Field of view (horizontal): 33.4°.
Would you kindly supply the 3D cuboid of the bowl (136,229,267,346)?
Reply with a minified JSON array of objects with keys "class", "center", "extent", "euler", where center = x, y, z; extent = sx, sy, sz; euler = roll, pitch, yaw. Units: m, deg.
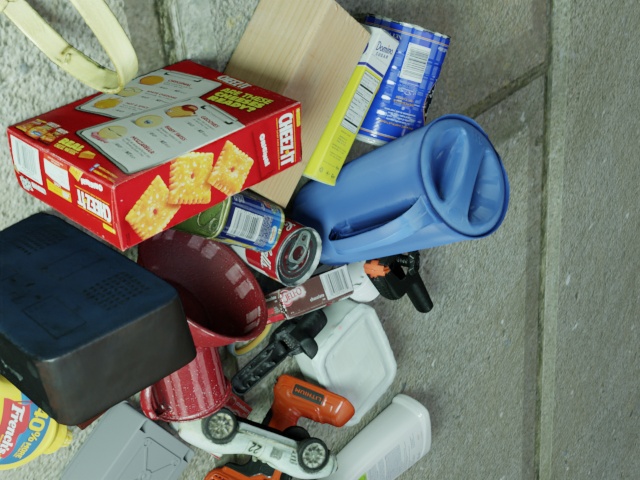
[{"class":"bowl","center":[-0.134,0.055,1.100],"extent":[0.161,0.162,0.055],"euler":[6,134,-51]}]

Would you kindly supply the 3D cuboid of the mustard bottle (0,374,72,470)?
[{"class":"mustard bottle","center":[-0.306,0.167,1.006],"extent":[0.191,0.058,0.096],"euler":[35,82,-52]}]

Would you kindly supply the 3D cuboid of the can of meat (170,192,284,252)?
[{"class":"can of meat","center":[-0.100,-0.025,1.099],"extent":[0.083,0.102,0.057],"euler":[19,85,-45]}]

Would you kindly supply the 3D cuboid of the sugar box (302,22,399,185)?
[{"class":"sugar box","center":[0.007,-0.156,1.173],"extent":[0.048,0.093,0.176],"euler":[21,92,-52]}]

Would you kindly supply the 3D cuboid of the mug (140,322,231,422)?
[{"class":"mug","center":[-0.154,0.142,1.142],"extent":[0.117,0.093,0.081],"euler":[-43,134,-45]}]

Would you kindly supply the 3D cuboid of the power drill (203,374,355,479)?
[{"class":"power drill","center":[-0.031,0.269,1.295],"extent":[0.187,0.185,0.057],"euler":[-60,154,-21]}]

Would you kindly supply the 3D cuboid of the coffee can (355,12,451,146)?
[{"class":"coffee can","center":[0.083,-0.182,1.238],"extent":[0.102,0.103,0.140],"euler":[3,106,-50]}]

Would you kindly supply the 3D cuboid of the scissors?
[{"class":"scissors","center":[-0.047,0.054,1.283],"extent":[0.201,0.016,0.096],"euler":[-47,138,-22]}]

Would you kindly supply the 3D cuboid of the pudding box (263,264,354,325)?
[{"class":"pudding box","center":[-0.030,0.067,1.221],"extent":[0.113,0.090,0.039],"euler":[-17,88,-42]}]

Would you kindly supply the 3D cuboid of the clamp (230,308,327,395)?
[{"class":"clamp","center":[-0.043,0.124,1.263],"extent":[0.039,0.120,0.171],"euler":[62,16,-8]}]

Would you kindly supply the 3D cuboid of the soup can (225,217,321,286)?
[{"class":"soup can","center":[-0.058,0.001,1.171],"extent":[0.068,0.102,0.068],"euler":[-25,127,-39]}]

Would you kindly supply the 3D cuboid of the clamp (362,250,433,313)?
[{"class":"clamp","center":[0.111,0.035,1.388],"extent":[0.209,0.036,0.164],"euler":[-25,118,-61]}]

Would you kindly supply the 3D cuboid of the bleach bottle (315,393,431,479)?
[{"class":"bleach bottle","center":[0.052,0.325,1.507],"extent":[0.250,0.068,0.102],"euler":[-32,131,-32]}]

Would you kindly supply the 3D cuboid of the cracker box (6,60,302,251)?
[{"class":"cracker box","center":[-0.147,-0.085,0.972],"extent":[0.213,0.164,0.072],"euler":[-29,131,-37]}]

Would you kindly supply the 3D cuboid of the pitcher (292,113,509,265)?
[{"class":"pitcher","center":[0.073,-0.039,1.178],"extent":[0.149,0.243,0.145],"euler":[14,70,-36]}]

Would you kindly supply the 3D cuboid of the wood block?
[{"class":"wood block","center":[-0.044,-0.152,1.117],"extent":[0.090,0.090,0.206],"euler":[30,85,-53]}]
